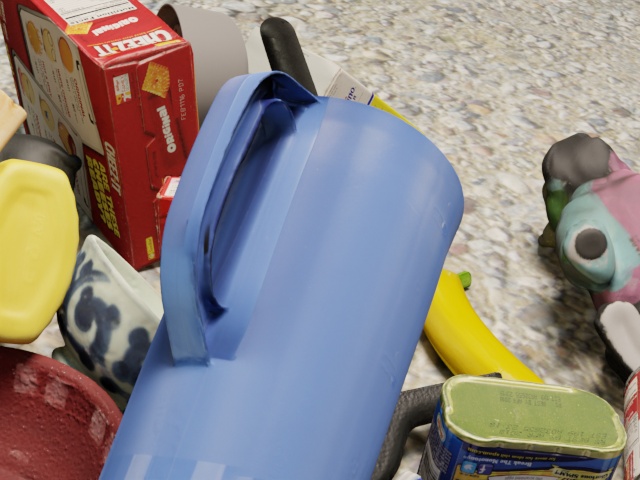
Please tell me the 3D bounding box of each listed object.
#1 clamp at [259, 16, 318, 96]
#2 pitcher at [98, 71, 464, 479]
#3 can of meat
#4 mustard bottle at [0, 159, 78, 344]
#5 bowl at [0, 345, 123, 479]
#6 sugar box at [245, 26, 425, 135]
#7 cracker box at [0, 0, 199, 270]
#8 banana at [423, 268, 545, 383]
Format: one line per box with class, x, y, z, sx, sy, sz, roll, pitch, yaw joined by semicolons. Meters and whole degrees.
clamp;0.001;-0.051;0.778;0.036;0.165;0.210;-22;53;-33
pitcher;-0.024;0.048;0.505;0.149;0.145;0.242;26;52;-8
can of meat;0.103;0.123;0.570;0.102;0.084;0.057;7;31;-7
mustard bottle;-0.197;0.007;0.631;0.058;0.096;0.192;10;-6;-28
bowl;-0.173;0.120;0.513;0.162;0.055;0.162;8;31;-5
sugar box;0.012;-0.116;0.894;0.093;0.048;0.176;31;1;29
cracker box;-0.162;-0.105;0.778;0.072;0.164;0.214;-23;43;-25
banana;0.109;0.069;0.708;0.069;0.037;0.198;-1;33;-19
